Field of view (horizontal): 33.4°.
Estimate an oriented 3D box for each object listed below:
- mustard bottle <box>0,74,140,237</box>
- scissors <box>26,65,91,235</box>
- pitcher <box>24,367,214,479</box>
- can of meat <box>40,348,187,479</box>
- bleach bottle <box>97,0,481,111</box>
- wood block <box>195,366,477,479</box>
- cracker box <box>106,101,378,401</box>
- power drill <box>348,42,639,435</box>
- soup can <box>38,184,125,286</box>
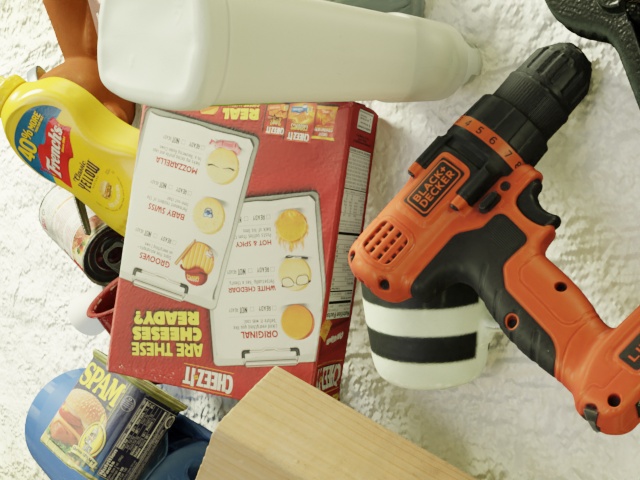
[{"bbox_3d":[-0.217,-0.087,0.935,0.191,0.058,0.096,35,133,2],"label":"mustard bottle"},{"bbox_3d":[-0.236,-0.079,1.029,0.016,0.096,0.202,-27,70,7],"label":"scissors"},{"bbox_3d":[-0.166,0.207,0.940,0.243,0.144,0.149,20,76,51],"label":"pitcher"},{"bbox_3d":[-0.163,0.141,0.829,0.102,0.057,0.084,18,74,54],"label":"can of meat"},{"bbox_3d":[0.006,-0.106,0.605,0.103,0.250,0.068,16,105,47],"label":"bleach bottle"},{"bbox_3d":[0.029,0.177,0.662,0.206,0.090,0.091,28,118,13],"label":"wood block"},{"bbox_3d":[-0.055,0.001,0.765,0.164,0.072,0.214,8,92,22],"label":"cracker box"},{"bbox_3d":[0.132,-0.002,0.582,0.184,0.057,0.188,-48,60,0],"label":"power drill"},{"bbox_3d":[-0.219,-0.009,1.022,0.102,0.068,0.068,37,120,42],"label":"soup can"}]
